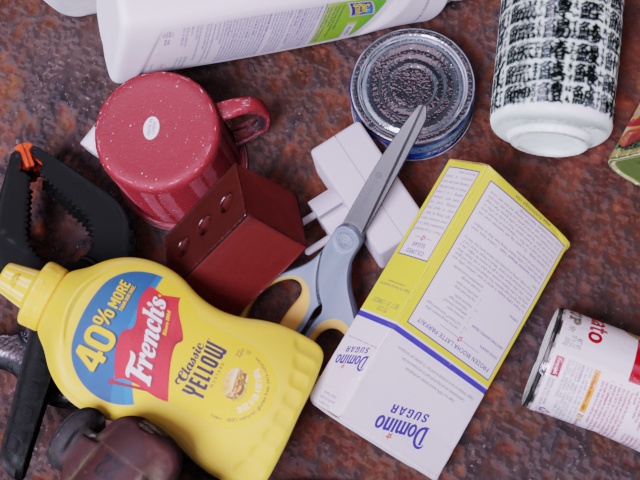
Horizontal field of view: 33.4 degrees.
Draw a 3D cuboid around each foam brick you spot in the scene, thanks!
[{"bbox_3d":[-0.054,0.001,0.677,0.078,0.051,0.053,-44,35,24],"label":"foam brick"}]

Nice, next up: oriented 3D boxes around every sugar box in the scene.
[{"bbox_3d":[0.075,0.048,0.660,0.093,0.048,0.176,37,82,-30],"label":"sugar box"}]

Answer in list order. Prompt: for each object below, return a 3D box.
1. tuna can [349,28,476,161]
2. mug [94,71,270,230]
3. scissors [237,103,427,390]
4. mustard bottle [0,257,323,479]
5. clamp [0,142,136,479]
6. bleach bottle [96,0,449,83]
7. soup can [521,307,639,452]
[{"bbox_3d":[0.062,-0.099,0.722,0.086,0.034,0.086,-1,77,5],"label":"tuna can"},{"bbox_3d":[-0.088,-0.064,0.704,0.117,0.081,0.093,-20,76,0],"label":"mug"},{"bbox_3d":[0.025,0.018,0.666,0.202,0.016,0.096,-44,84,21],"label":"scissors"},{"bbox_3d":[-0.101,0.064,0.629,0.191,0.058,0.096,27,72,-3],"label":"mustard bottle"},{"bbox_3d":[-0.143,0.030,0.683,0.164,0.036,0.210,-14,72,-18],"label":"clamp"},{"bbox_3d":[-0.016,-0.160,0.705,0.250,0.103,0.068,-9,80,-17],"label":"bleach bottle"},{"bbox_3d":[0.182,0.089,0.650,0.102,0.068,0.068,21,80,10],"label":"soup can"}]
